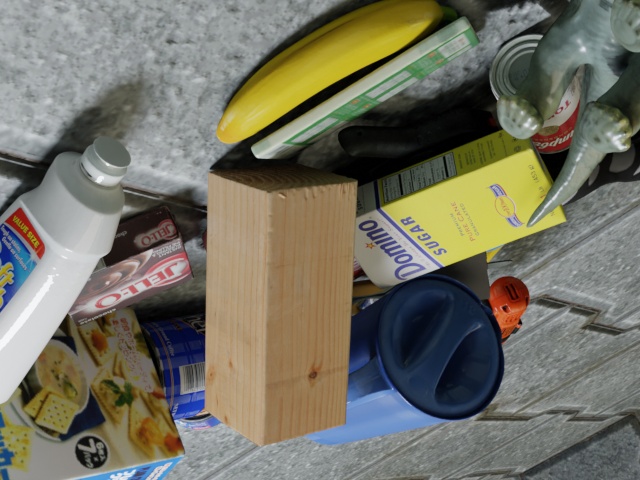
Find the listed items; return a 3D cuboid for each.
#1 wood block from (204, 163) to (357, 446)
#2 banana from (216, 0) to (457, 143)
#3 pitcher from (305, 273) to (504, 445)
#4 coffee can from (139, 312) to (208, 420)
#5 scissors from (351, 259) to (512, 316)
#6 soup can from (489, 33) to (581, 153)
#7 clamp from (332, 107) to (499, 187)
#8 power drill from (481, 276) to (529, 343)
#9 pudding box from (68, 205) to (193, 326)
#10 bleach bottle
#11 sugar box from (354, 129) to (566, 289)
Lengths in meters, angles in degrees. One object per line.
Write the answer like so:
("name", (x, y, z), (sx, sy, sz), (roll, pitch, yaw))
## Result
("wood block", (-0.034, 0.048, 0.867), (0.090, 0.090, 0.206), (-8, 107, -35))
("banana", (0.009, -0.125, 0.757), (0.198, 0.037, 0.069), (-26, 155, 3))
("pitcher", (0.049, 0.131, 1.031), (0.149, 0.145, 0.243), (26, 151, -18))
("coffee can", (-0.120, 0.124, 1.072), (0.140, 0.103, 0.103), (-7, 151, -35))
("scissors", (0.103, 0.052, 1.134), (0.202, 0.016, 0.096), (-2, 143, 11))
("soup can", (0.184, -0.122, 0.894), (0.068, 0.068, 0.102), (-30, 156, 11))
("clamp", (0.077, -0.082, 0.907), (0.171, 0.039, 0.120), (-21, 170, -10))
("power drill", (0.138, 0.114, 1.220), (0.187, 0.057, 0.184), (-21, 157, -14))
("pudding box", (-0.167, 0.023, 0.894), (0.113, 0.039, 0.090), (-21, 157, -8))
("bleach bottle", (-0.212, 0.014, 0.783), (0.067, 0.103, 0.251), (8, 135, -42))
("sugar box", (0.108, -0.026, 0.904), (0.176, 0.048, 0.093), (-24, 130, 16))
